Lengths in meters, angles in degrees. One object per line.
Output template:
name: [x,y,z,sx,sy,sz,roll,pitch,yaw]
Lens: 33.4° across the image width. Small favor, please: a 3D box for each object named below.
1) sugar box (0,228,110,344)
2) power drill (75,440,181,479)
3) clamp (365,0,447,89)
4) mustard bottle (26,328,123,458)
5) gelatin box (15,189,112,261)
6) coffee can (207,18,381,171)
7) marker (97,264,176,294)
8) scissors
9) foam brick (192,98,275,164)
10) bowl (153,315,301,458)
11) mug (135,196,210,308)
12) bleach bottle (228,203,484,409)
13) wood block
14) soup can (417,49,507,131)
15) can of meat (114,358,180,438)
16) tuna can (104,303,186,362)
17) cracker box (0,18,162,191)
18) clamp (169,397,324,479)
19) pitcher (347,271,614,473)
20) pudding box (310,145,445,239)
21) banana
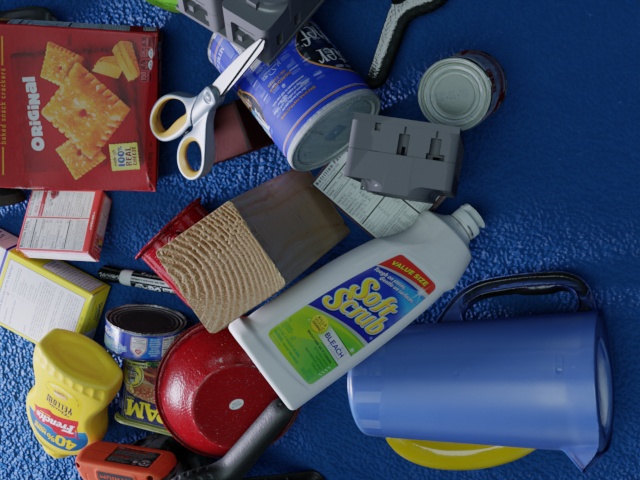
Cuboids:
sugar box: [-0.330,0.055,1.193,0.176,0.048,0.093,28,111,13]
power drill: [-0.220,0.314,1.153,0.184,0.057,0.188,4,107,13]
clamp: [0.063,-0.241,1.005,0.120,0.039,0.172,42,108,-1]
mustard bottle: [-0.278,0.184,1.177,0.096,0.058,0.192,30,135,6]
gelatin box: [-0.275,-0.017,1.149,0.089,0.030,0.073,2,69,17]
coffee can: [-0.025,-0.150,0.999,0.103,0.102,0.140,-45,70,21]
marker: [-0.186,0.044,1.159,0.121,0.020,0.020,9,105,15]
scissors: [-0.096,-0.113,0.984,0.202,0.016,0.096,-12,99,50]
foam brick: [-0.085,-0.110,1.060,0.051,0.078,0.053,-18,94,21]
bowl: [-0.090,0.161,1.101,0.162,0.055,0.162,-3,104,-10]
mug: [-0.128,0.015,1.086,0.093,0.117,0.081,-44,93,-6]
bleach bottle: [0.043,0.045,0.997,0.250,0.068,0.102,-37,101,-6]
wood block: [-0.056,0.002,1.008,0.091,0.205,0.090,-34,91,21]
soup can: [0.130,-0.137,0.973,0.068,0.102,0.068,4,103,16]
can of meat: [-0.168,0.159,1.160,0.102,0.057,0.084,11,103,15]
tuna can: [-0.187,0.098,1.136,0.086,0.086,0.034,12,107,14]
cracker box: [-0.269,-0.136,1.073,0.213,0.072,0.164,1,105,-10]
clamp: [-0.098,0.244,1.078,0.209,0.036,0.164,-22,135,-14]
pitcher: [0.155,0.124,1.022,0.243,0.149,0.145,-3,116,22]
pudding box: [0.061,-0.055,1.048,0.113,0.039,0.090,42,110,7]
banana: [0.148,0.200,1.080,0.198,0.037,0.069,0,102,17]
